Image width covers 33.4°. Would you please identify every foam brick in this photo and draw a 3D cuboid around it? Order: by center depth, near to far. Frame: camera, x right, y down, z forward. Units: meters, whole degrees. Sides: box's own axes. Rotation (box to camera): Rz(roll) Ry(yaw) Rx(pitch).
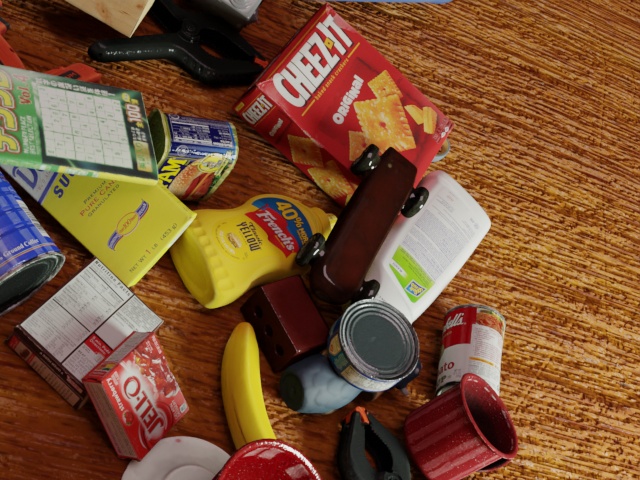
[{"bbox_3d":[-0.033,0.083,1.058,0.051,0.053,0.078,-17,70,-40],"label":"foam brick"}]

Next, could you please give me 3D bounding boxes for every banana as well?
[{"bbox_3d":[-0.057,0.169,0.999,0.069,0.037,0.198,0,61,-54],"label":"banana"}]

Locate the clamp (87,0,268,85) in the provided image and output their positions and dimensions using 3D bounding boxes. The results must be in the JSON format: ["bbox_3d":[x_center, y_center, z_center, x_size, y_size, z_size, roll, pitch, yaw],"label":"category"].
[{"bbox_3d":[-0.158,-0.221,1.190,0.209,0.036,0.164,27,48,-18],"label":"clamp"}]

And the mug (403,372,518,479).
[{"bbox_3d":[0.145,0.198,1.068,0.117,0.082,0.093,38,30,-32],"label":"mug"}]

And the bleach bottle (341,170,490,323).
[{"bbox_3d":[0.091,0.027,1.172,0.102,0.068,0.250,45,49,1],"label":"bleach bottle"}]

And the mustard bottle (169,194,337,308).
[{"bbox_3d":[-0.057,0.001,1.094,0.191,0.058,0.096,-17,68,-40],"label":"mustard bottle"}]

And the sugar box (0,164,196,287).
[{"bbox_3d":[-0.211,-0.049,1.003,0.176,0.093,0.048,43,2,-3],"label":"sugar box"}]

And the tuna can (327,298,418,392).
[{"bbox_3d":[0.050,0.102,1.030,0.086,0.034,0.086,13,56,-21],"label":"tuna can"}]

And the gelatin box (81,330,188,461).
[{"bbox_3d":[-0.159,0.135,0.928,0.073,0.030,0.089,-45,124,-45],"label":"gelatin box"}]

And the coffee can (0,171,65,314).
[{"bbox_3d":[-0.301,-0.011,0.911,0.102,0.103,0.140,-32,81,-42],"label":"coffee can"}]

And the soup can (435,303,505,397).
[{"bbox_3d":[0.161,0.129,1.145,0.068,0.069,0.102,26,50,-17],"label":"soup can"}]

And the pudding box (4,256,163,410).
[{"bbox_3d":[-0.209,0.081,0.955,0.090,0.039,0.113,43,45,-1],"label":"pudding box"}]

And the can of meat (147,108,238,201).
[{"bbox_3d":[-0.140,-0.082,1.066,0.083,0.102,0.057,4,58,-34],"label":"can of meat"}]

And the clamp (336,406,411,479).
[{"bbox_3d":[0.070,0.244,1.029,0.120,0.039,0.171,11,55,-39],"label":"clamp"}]

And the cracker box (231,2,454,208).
[{"bbox_3d":[0.032,-0.141,1.215,0.213,0.072,0.164,42,55,-10],"label":"cracker box"}]

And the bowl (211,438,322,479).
[{"bbox_3d":[-0.057,0.252,0.907,0.161,0.055,0.162,23,60,-46],"label":"bowl"}]
